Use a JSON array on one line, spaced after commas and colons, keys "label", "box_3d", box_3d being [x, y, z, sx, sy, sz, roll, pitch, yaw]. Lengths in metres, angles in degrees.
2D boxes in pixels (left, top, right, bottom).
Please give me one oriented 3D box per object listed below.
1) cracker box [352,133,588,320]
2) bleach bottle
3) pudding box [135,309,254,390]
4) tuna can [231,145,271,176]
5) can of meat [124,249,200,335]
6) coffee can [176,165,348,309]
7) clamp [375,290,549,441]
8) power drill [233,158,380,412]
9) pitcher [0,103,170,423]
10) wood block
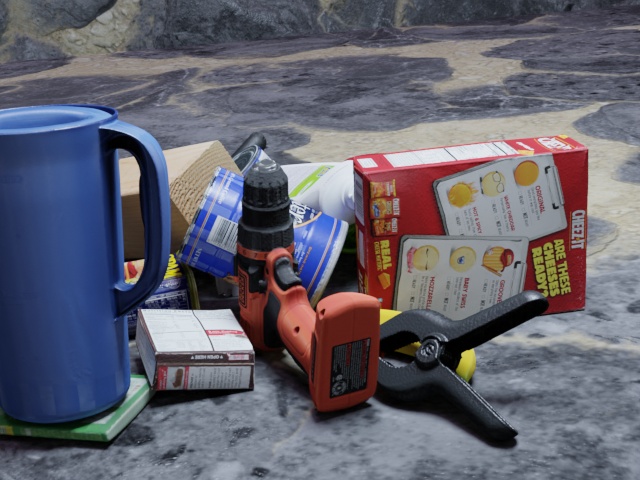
[{"label": "cracker box", "box_3d": [0.140, -0.007, 1.016, 0.213, 0.164, 0.072, -7, 21, -7]}, {"label": "bleach bottle", "box_3d": [-0.011, -0.040, 1.164, 0.102, 0.068, 0.251, -48, 18, -16]}, {"label": "pudding box", "box_3d": [-0.112, 0.095, 0.945, 0.090, 0.039, 0.114, 0, 14, -17]}, {"label": "tuna can", "box_3d": [-0.093, -0.070, 1.238, 0.086, 0.033, 0.086, -38, 21, 17]}, {"label": "can of meat", "box_3d": [-0.171, 0.053, 1.072, 0.083, 0.057, 0.102, -11, 20, -13]}, {"label": "coffee can", "box_3d": [-0.057, 0.001, 1.045, 0.140, 0.103, 0.102, 24, 18, -5]}, {"label": "clamp", "box_3d": [0.104, 0.086, 0.860, 0.172, 0.039, 0.120, 12, 65, 41]}, {"label": "power drill", "box_3d": [-0.017, 0.042, 0.903, 0.057, 0.184, 0.188, -13, 30, -23]}, {"label": "pitcher", "box_3d": [-0.206, 0.016, 0.845, 0.144, 0.243, 0.149, -13, 19, -30]}, {"label": "wood block", "box_3d": [-0.174, -0.042, 1.192, 0.207, 0.090, 0.090, -3, 37, 51]}]
